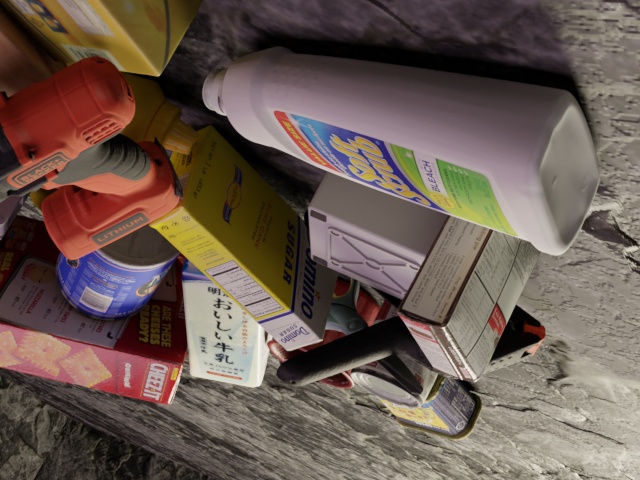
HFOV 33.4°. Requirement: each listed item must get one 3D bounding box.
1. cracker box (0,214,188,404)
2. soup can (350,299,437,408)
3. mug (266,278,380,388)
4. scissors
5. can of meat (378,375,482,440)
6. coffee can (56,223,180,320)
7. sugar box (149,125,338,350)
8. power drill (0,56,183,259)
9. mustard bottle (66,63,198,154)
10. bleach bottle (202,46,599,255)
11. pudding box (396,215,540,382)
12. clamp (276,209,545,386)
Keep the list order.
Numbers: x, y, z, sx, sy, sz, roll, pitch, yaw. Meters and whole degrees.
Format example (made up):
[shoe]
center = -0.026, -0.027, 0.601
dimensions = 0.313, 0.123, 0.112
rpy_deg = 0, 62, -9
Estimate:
[cracker box]
center = -0.240, 0.070, 1.101
dimensions = 0.213, 0.164, 0.072
rpy_deg = 15, 128, -8
[soup can]
center = 0.076, 0.083, 0.907
dimensions = 0.068, 0.102, 0.068
rpy_deg = 24, 161, 9
[mug]
center = 0.015, 0.093, 1.042
dimensions = 0.093, 0.081, 0.117
rpy_deg = 2, 149, 50
[scissors]
center = 0.011, 0.078, 0.891
dimensions = 0.202, 0.096, 0.016
rpy_deg = -113, -3, -52
[can of meat]
center = 0.108, 0.162, 1.138
dimensions = 0.102, 0.057, 0.083
rpy_deg = 8, 151, 42
[coffee can]
center = -0.187, 0.004, 1.006
dimensions = 0.102, 0.102, 0.140
rpy_deg = 30, 148, -7
[sugar box]
center = -0.055, 0.001, 0.857
dimensions = 0.048, 0.093, 0.176
rpy_deg = -22, 129, 35
[power drill]
center = -0.182, -0.037, 0.695
dimensions = 0.057, 0.184, 0.187
rpy_deg = 65, -174, 13
[mustard bottle]
center = -0.180, -0.115, 0.800
dimensions = 0.191, 0.058, 0.096
rpy_deg = 27, 171, 0
[bleach bottle]
center = 0.035, -0.066, 0.647
dimensions = 0.251, 0.068, 0.102
rpy_deg = 17, 158, 33
[pudding box]
center = 0.102, 0.026, 0.712
dimensions = 0.039, 0.113, 0.090
rpy_deg = 15, 157, 32
[clamp]
center = 0.069, 0.065, 0.831
dimensions = 0.210, 0.164, 0.036
rpy_deg = 17, 142, 1
